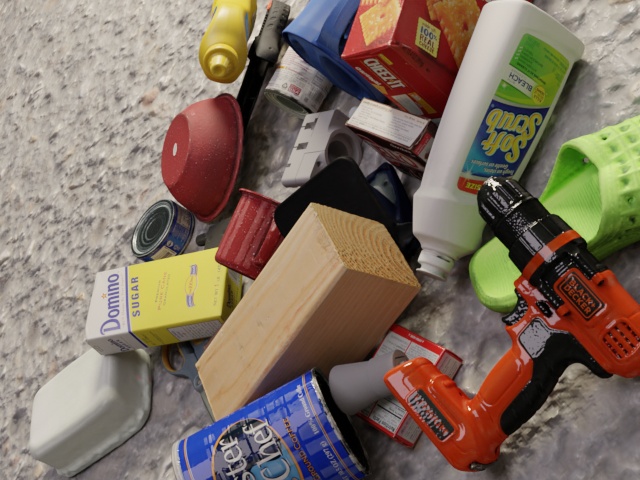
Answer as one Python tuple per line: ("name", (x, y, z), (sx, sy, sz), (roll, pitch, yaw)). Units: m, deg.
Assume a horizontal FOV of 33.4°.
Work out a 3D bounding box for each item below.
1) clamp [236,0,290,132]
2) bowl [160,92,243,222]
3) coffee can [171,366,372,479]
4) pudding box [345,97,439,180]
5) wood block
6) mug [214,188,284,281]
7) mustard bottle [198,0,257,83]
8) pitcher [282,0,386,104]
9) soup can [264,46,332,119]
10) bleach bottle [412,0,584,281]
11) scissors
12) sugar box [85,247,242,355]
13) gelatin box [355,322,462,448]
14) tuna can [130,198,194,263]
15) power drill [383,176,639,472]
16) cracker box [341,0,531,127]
("clamp", (-0.075, -0.226, 1.340), (0.210, 0.036, 0.165), (-80, 15, -47))
("bowl", (-0.152, -0.105, 1.295), (0.162, 0.055, 0.162), (-28, 58, 56))
("coffee can", (-0.041, 0.186, 0.910), (0.140, 0.102, 0.103), (-29, 40, 5))
("pudding box", (0.089, -0.089, 1.018), (0.114, 0.090, 0.039), (26, 83, 54))
("wood block", (-0.016, 0.078, 0.964), (0.206, 0.090, 0.090), (-54, 42, 26))
("mug", (-0.057, 0.001, 1.112), (0.081, 0.093, 0.117), (-65, 11, -5))
("mustard bottle", (-0.113, -0.245, 1.296), (0.191, 0.058, 0.096), (-87, 10, -57))
("pitcher", (0.079, -0.273, 1.137), (0.243, 0.144, 0.149), (-53, 34, -1))
("soup can", (-0.013, -0.200, 1.245), (0.069, 0.068, 0.102), (18, 78, 54))
("bleach bottle", (0.148, -0.081, 0.952), (0.068, 0.102, 0.251), (11, 78, 55))
("scissors", (-0.119, 0.135, 1.149), (0.096, 0.016, 0.202), (-56, 35, -1))
("sugar box", (-0.175, 0.067, 1.188), (0.176, 0.048, 0.093), (-11, 54, 19))
("gelatin box", (0.071, 0.125, 0.922), (0.073, 0.030, 0.089), (23, 82, 53))
("tuna can", (-0.199, -0.009, 1.340), (0.086, 0.033, 0.086), (-30, 43, 32))
("power drill", (0.137, 0.069, 0.812), (0.188, 0.057, 0.184), (-47, 65, 19))
("cracker box", (0.123, -0.223, 1.020), (0.072, 0.164, 0.213), (-3, 61, 47))
